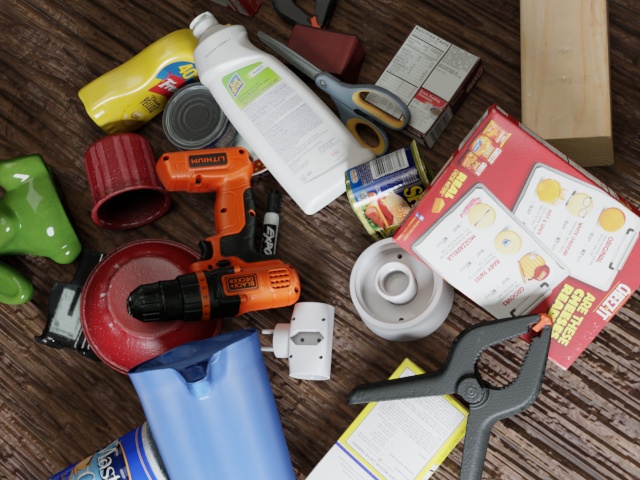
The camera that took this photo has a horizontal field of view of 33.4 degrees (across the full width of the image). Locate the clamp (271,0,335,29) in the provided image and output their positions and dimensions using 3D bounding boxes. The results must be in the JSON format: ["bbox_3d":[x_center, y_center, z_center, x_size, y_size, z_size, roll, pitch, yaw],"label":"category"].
[{"bbox_3d":[-0.020,-0.323,1.272,0.120,0.039,0.171,-31,75,10],"label":"clamp"}]

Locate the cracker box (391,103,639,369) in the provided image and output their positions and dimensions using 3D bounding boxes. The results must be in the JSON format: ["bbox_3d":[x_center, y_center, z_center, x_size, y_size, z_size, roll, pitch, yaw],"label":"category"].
[{"bbox_3d":[0.204,-0.006,1.041,0.213,0.072,0.164,37,108,1],"label":"cracker box"}]

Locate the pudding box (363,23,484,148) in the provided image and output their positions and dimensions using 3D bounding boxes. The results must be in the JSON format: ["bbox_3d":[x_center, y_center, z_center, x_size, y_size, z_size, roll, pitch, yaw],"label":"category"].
[{"bbox_3d":[0.114,-0.173,1.190,0.090,0.039,0.113,33,84,22],"label":"pudding box"}]

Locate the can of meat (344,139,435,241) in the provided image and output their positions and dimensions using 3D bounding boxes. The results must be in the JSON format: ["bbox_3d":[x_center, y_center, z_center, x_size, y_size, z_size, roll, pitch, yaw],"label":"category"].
[{"bbox_3d":[0.080,-0.049,1.129,0.084,0.102,0.057,-20,54,12],"label":"can of meat"}]

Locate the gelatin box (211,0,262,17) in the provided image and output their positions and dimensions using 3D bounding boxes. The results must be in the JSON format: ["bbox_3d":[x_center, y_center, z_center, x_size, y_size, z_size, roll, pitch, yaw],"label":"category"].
[{"bbox_3d":[-0.121,-0.309,1.277,0.089,0.073,0.030,27,83,21],"label":"gelatin box"}]

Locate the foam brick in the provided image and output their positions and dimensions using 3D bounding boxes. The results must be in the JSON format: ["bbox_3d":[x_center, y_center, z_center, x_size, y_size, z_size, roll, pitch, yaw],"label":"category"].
[{"bbox_3d":[0.005,-0.209,1.224,0.078,0.053,0.051,15,79,20],"label":"foam brick"}]

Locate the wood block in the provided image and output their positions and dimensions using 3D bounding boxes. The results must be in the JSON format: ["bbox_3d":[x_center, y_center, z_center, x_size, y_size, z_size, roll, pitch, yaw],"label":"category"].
[{"bbox_3d":[0.259,-0.188,1.124,0.090,0.090,0.206,-2,74,16],"label":"wood block"}]

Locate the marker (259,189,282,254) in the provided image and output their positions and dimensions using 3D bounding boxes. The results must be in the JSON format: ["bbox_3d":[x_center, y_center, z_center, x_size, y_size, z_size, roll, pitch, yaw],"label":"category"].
[{"bbox_3d":[-0.058,0.001,1.199,0.020,0.020,0.121,2,75,16],"label":"marker"}]

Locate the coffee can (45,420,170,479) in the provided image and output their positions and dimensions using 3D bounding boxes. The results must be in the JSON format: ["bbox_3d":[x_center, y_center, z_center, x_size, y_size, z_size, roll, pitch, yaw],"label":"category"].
[{"bbox_3d":[-0.213,0.266,1.122,0.140,0.102,0.103,-30,69,6],"label":"coffee can"}]

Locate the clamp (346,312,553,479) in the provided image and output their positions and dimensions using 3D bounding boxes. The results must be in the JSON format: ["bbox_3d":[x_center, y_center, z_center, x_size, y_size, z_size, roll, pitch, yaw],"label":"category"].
[{"bbox_3d":[0.150,0.154,1.025,0.210,0.036,0.164,-40,81,13],"label":"clamp"}]

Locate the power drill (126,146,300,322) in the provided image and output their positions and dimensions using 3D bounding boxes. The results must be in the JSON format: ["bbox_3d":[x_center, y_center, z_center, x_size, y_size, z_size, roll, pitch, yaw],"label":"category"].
[{"bbox_3d":[-0.126,-0.004,1.147,0.184,0.057,0.187,-6,69,-17],"label":"power drill"}]

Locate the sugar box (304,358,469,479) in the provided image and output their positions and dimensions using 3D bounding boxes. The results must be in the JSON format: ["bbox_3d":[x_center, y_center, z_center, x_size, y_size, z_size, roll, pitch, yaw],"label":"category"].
[{"bbox_3d":[0.069,0.217,1.087,0.093,0.048,0.176,40,91,21],"label":"sugar box"}]

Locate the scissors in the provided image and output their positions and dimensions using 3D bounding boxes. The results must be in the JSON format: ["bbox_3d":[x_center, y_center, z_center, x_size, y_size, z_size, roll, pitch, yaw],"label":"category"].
[{"bbox_3d":[0.010,-0.159,1.192,0.202,0.096,0.016,26,45,22],"label":"scissors"}]

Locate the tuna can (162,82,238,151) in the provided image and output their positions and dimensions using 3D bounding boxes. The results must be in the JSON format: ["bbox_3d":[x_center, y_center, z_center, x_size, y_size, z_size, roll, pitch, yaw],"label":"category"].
[{"bbox_3d":[-0.138,-0.138,1.231,0.086,0.033,0.086,-5,73,16],"label":"tuna can"}]

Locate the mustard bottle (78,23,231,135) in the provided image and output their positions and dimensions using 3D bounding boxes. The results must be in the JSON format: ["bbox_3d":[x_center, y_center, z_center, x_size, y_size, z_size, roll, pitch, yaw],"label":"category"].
[{"bbox_3d":[-0.182,-0.195,1.250,0.191,0.096,0.058,-32,68,5],"label":"mustard bottle"}]

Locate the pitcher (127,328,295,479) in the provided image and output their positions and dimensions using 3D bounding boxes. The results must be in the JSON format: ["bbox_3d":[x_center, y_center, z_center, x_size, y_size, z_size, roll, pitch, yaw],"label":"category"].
[{"bbox_3d":[-0.092,0.216,1.068,0.145,0.149,0.243,-15,94,39],"label":"pitcher"}]

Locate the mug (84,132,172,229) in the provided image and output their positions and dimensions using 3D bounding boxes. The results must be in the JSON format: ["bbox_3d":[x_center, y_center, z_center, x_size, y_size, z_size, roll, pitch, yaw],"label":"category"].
[{"bbox_3d":[-0.232,-0.064,1.239,0.117,0.093,0.081,-42,56,41],"label":"mug"}]

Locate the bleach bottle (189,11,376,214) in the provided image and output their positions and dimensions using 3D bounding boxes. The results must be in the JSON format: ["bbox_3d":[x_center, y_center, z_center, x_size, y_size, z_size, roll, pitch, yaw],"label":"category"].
[{"bbox_3d":[-0.053,-0.154,1.182,0.102,0.068,0.251,-37,82,-7],"label":"bleach bottle"}]

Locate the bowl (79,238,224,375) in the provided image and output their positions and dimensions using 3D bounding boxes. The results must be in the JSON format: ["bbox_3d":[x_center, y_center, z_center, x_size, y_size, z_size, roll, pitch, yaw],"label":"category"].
[{"bbox_3d":[-0.185,0.067,1.169,0.162,0.055,0.162,1,73,-5],"label":"bowl"}]
